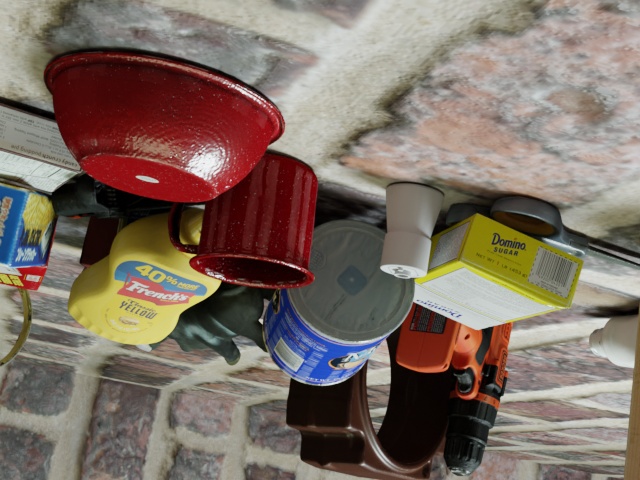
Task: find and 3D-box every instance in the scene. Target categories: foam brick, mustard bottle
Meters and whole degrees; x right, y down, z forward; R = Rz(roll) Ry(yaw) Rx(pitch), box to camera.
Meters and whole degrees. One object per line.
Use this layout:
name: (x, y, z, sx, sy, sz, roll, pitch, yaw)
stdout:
foam brick: (-0.202, 0.011, 1.069, 0.051, 0.053, 0.078, 9, 167, 5)
mustard bottle: (-0.137, 0.025, 0.911, 0.096, 0.058, 0.192, 24, 141, -24)

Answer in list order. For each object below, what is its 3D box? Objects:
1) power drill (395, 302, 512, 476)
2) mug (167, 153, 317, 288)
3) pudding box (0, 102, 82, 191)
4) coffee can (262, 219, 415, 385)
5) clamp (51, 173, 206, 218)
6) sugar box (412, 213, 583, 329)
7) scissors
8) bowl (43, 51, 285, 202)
power drill: (0.135, 0.125, 1.060, 0.057, 0.184, 0.187, 2, 155, 27)
mug: (-0.057, -0.015, 0.795, 0.117, 0.081, 0.093, 2, 164, 17)
pudding box: (-0.236, -0.073, 0.790, 0.113, 0.039, 0.090, 14, 166, -25)
coffee can: (0.011, 0.056, 0.894, 0.102, 0.103, 0.140, 12, 157, -7)
clamp: (-0.174, -0.036, 0.861, 0.120, 0.039, 0.172, 7, 170, -44)
sugar box: (0.125, 0.029, 0.849, 0.093, 0.048, 0.176, 24, 168, -9)
scissors: (0.197, -0.002, 0.820, 0.201, 0.016, 0.096, 12, 166, -10)
bowl: (-0.106, -0.065, 0.698, 0.162, 0.055, 0.162, 10, 166, 2)
